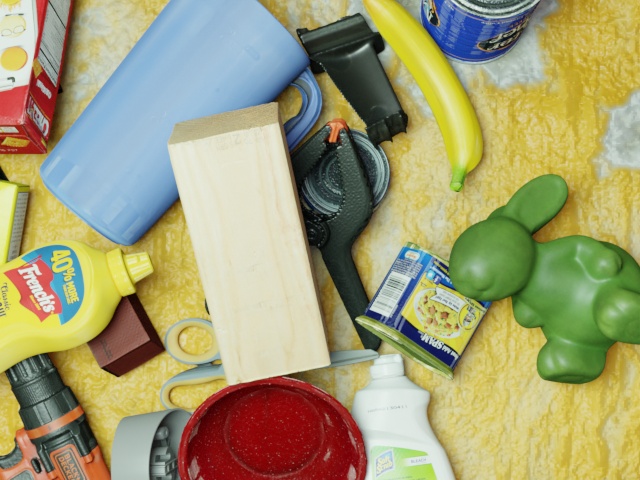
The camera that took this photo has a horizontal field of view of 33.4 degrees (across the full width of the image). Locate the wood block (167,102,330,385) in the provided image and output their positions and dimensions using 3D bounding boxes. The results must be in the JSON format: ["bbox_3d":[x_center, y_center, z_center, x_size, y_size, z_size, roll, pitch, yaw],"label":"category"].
[{"bbox_3d":[-0.056,0.001,0.881,0.090,0.091,0.206,-12,109,0],"label":"wood block"}]

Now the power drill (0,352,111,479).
[{"bbox_3d":[-0.289,0.200,0.938,0.187,0.057,0.184,-25,93,0],"label":"power drill"}]

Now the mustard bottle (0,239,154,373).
[{"bbox_3d":[-0.234,0.051,0.907,0.191,0.058,0.096,-20,59,-4],"label":"mustard bottle"}]

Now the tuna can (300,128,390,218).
[{"bbox_3d":[0.022,-0.059,0.982,0.086,0.034,0.086,0,84,1],"label":"tuna can"}]

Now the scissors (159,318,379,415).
[{"bbox_3d":[-0.056,0.096,0.962,0.202,0.016,0.096,-22,78,7],"label":"scissors"}]

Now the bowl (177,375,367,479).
[{"bbox_3d":[-0.041,0.181,0.930,0.162,0.055,0.162,0,108,0],"label":"bowl"}]

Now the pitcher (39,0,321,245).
[{"bbox_3d":[-0.125,-0.109,0.951,0.149,0.145,0.243,40,89,28],"label":"pitcher"}]

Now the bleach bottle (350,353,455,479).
[{"bbox_3d":[0.083,0.225,0.937,0.102,0.068,0.251,-7,81,-3],"label":"bleach bottle"}]

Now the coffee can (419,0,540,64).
[{"bbox_3d":[0.144,-0.224,0.945,0.103,0.140,0.103,0,84,1],"label":"coffee can"}]

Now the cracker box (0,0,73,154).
[{"bbox_3d":[-0.311,-0.184,0.945,0.164,0.072,0.213,1,70,8],"label":"cracker box"}]

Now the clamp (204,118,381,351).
[{"bbox_3d":[0.002,-0.002,0.948,0.164,0.036,0.210,20,107,0],"label":"clamp"}]

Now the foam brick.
[{"bbox_3d":[-0.184,0.074,0.957,0.053,0.051,0.078,-30,73,-1],"label":"foam brick"}]

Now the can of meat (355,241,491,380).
[{"bbox_3d":[0.094,0.061,0.941,0.102,0.058,0.084,35,81,-30],"label":"can of meat"}]

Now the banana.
[{"bbox_3d":[0.102,-0.142,0.974,0.037,0.069,0.198,-28,88,29],"label":"banana"}]
